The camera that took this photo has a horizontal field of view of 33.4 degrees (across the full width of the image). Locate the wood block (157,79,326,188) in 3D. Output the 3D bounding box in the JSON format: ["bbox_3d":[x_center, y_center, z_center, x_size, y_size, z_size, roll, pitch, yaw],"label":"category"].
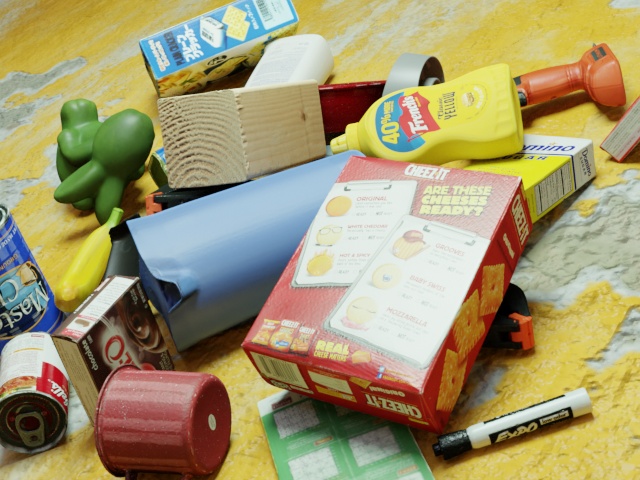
[{"bbox_3d":[-0.076,-0.115,1.122,0.090,0.091,0.205,-4,9,23],"label":"wood block"}]

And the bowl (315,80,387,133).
[{"bbox_3d":[0.013,-0.159,1.279,0.162,0.055,0.162,-5,9,1],"label":"bowl"}]

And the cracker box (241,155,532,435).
[{"bbox_3d":[0.060,0.037,0.873,0.164,0.072,0.213,10,55,31],"label":"cracker box"}]

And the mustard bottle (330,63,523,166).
[{"bbox_3d":[0.102,-0.113,1.068,0.192,0.058,0.096,-12,56,18],"label":"mustard bottle"}]

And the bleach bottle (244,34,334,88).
[{"bbox_3d":[-0.067,-0.178,1.384,0.103,0.068,0.250,-6,36,29],"label":"bleach bottle"}]

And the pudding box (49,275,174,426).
[{"bbox_3d":[-0.182,0.100,0.948,0.039,0.113,0.090,5,39,31],"label":"pudding box"}]

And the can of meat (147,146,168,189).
[{"bbox_3d":[-0.156,-0.095,1.275,0.083,0.057,0.102,-33,-2,-16],"label":"can of meat"}]

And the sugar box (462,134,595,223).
[{"bbox_3d":[0.180,-0.052,1.024,0.094,0.048,0.175,10,34,41],"label":"sugar box"}]

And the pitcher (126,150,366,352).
[{"bbox_3d":[-0.057,0.001,1.033,0.242,0.145,0.149,-21,53,-10],"label":"pitcher"}]

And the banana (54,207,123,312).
[{"bbox_3d":[-0.256,0.033,1.147,0.037,0.070,0.197,14,28,-4],"label":"banana"}]

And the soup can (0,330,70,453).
[{"bbox_3d":[-0.265,0.138,0.982,0.068,0.068,0.102,-20,29,0],"label":"soup can"}]

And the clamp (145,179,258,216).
[{"bbox_3d":[-0.109,-0.056,1.181,0.209,0.036,0.165,-13,18,-35],"label":"clamp"}]

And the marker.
[{"bbox_3d":[0.141,0.137,0.791,0.121,0.020,0.020,-19,30,2],"label":"marker"}]

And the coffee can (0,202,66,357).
[{"bbox_3d":[-0.338,0.046,1.100,0.103,0.140,0.103,-15,30,9],"label":"coffee can"}]

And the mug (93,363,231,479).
[{"bbox_3d":[-0.125,0.158,0.859,0.082,0.093,0.117,-1,66,21],"label":"mug"}]

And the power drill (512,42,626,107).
[{"bbox_3d":[0.229,-0.157,1.157,0.188,0.057,0.184,-11,22,12],"label":"power drill"}]

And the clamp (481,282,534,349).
[{"bbox_3d":[0.112,0.056,0.921,0.120,0.039,0.172,-29,27,-14],"label":"clamp"}]
